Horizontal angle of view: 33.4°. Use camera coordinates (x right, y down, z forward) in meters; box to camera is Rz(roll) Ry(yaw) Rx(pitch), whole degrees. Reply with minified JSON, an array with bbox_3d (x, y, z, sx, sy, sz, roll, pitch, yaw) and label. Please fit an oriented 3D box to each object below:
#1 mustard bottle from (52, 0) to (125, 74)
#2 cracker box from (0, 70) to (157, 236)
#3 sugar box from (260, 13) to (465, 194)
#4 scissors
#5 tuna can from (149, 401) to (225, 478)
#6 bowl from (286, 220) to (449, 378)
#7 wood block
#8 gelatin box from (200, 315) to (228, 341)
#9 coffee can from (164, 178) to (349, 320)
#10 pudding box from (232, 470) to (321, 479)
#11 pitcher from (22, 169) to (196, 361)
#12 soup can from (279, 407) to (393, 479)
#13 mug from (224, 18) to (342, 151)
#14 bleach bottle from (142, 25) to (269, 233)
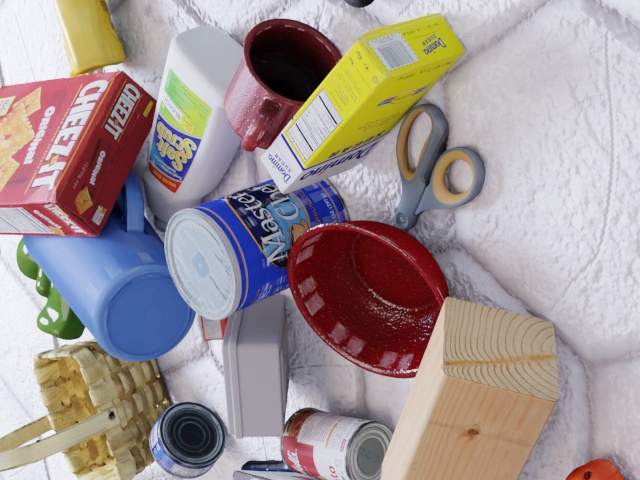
[{"bbox_3d":[-0.261,-0.275,1.127,0.096,0.058,0.191,-86,-20,-80],"label":"mustard bottle"},{"bbox_3d":[-0.290,-0.091,1.129,0.214,0.164,0.072,1,150,40],"label":"cracker box"},{"bbox_3d":[0.030,-0.107,0.861,0.048,0.093,0.176,57,142,13],"label":"sugar box"},{"bbox_3d":[0.088,-0.017,0.899,0.096,0.016,0.202,33,131,36],"label":"scissors"},{"bbox_3d":[-0.155,0.233,1.251,0.086,0.085,0.034,54,139,16],"label":"tuna can"},{"bbox_3d":[0.052,0.039,0.918,0.162,0.055,0.162,22,136,24],"label":"bowl"},{"bbox_3d":[0.115,0.159,0.868,0.091,0.090,0.206,14,128,-2],"label":"wood block"},{"bbox_3d":[-0.108,0.052,1.112,0.030,0.089,0.073,-4,113,4],"label":"gelatin box"},{"bbox_3d":[-0.056,0.001,0.977,0.103,0.140,0.103,25,126,40],"label":"coffee can"},{"bbox_3d":[-0.021,0.259,1.087,0.090,0.113,0.039,-2,78,50],"label":"pudding box"},{"bbox_3d":[-0.219,0.016,1.124,0.243,0.145,0.149,40,164,52],"label":"pitcher"},{"bbox_3d":[0.018,0.204,1.048,0.102,0.068,0.068,1,108,50],"label":"soup can"},{"bbox_3d":[-0.039,-0.123,0.923,0.093,0.117,0.082,27,144,-8],"label":"mug"},{"bbox_3d":[-0.129,-0.091,1.081,0.103,0.067,0.251,46,140,20],"label":"bleach bottle"}]
